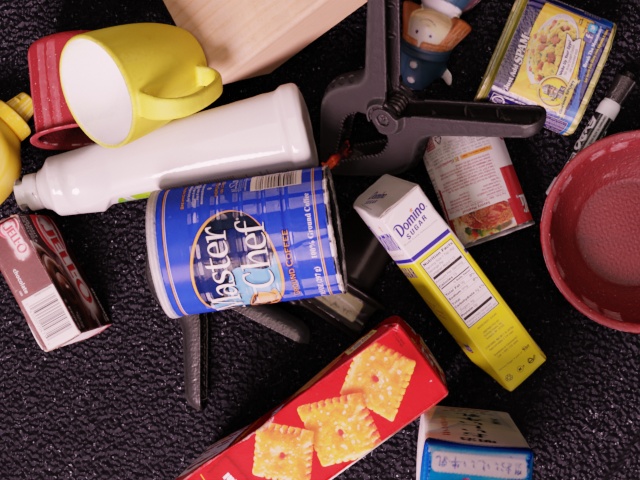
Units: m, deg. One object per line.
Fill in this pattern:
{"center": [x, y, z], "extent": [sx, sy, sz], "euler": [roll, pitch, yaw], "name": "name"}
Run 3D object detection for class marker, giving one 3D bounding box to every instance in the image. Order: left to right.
{"center": [0.226, -0.087, 0.889], "extent": [0.020, 0.020, 0.121], "euler": [30, 93, 4], "name": "marker"}

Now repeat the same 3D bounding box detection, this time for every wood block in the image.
{"center": [-0.014, -0.214, 0.830], "extent": [0.206, 0.090, 0.090], "euler": [-31, 87, 35], "name": "wood block"}

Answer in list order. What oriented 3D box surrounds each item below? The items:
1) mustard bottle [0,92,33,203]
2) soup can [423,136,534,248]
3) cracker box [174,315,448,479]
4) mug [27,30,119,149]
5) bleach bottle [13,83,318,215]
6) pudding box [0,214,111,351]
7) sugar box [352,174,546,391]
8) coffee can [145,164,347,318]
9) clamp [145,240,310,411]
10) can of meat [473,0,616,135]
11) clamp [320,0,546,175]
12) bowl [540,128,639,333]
{"center": [-0.312, -0.053, 0.902], "extent": [0.096, 0.058, 0.191], "euler": [33, 71, 24], "name": "mustard bottle"}
{"center": [0.126, -0.050, 0.874], "extent": [0.068, 0.068, 0.102], "euler": [-20, 87, 5], "name": "soup can"}
{"center": [-0.005, 0.146, 0.837], "extent": [0.214, 0.164, 0.072], "euler": [-36, 85, 4], "name": "cracker box"}
{"center": [-0.188, -0.127, 0.892], "extent": [0.117, 0.093, 0.081], "euler": [-9, 84, 6], "name": "mug"}
{"center": [-0.131, -0.065, 0.879], "extent": [0.251, 0.102, 0.068], "euler": [-12, 85, 4], "name": "bleach bottle"}
{"center": [-0.227, 0.033, 0.895], "extent": [0.039, 0.090, 0.113], "euler": [-27, 88, 6], "name": "pudding box"}
{"center": [0.099, 0.031, 0.838], "extent": [0.048, 0.093, 0.176], "euler": [-42, 104, -3], "name": "sugar box"}
{"center": [-0.055, 0.001, 0.838], "extent": [0.140, 0.103, 0.103], "euler": [-8, 89, 5], "name": "coffee can"}
{"center": [-0.087, 0.046, 0.907], "extent": [0.120, 0.039, 0.171], "euler": [-23, 87, 2], "name": "clamp"}
{"center": [0.184, -0.146, 0.874], "extent": [0.084, 0.057, 0.102], "euler": [23, 92, 3], "name": "can of meat"}
{"center": [0.066, -0.099, 0.825], "extent": [0.164, 0.210, 0.036], "euler": [40, 55, 0], "name": "clamp"}
{"center": [0.257, -0.007, 0.867], "extent": [0.162, 0.055, 0.162], "euler": [0, 90, 5], "name": "bowl"}
